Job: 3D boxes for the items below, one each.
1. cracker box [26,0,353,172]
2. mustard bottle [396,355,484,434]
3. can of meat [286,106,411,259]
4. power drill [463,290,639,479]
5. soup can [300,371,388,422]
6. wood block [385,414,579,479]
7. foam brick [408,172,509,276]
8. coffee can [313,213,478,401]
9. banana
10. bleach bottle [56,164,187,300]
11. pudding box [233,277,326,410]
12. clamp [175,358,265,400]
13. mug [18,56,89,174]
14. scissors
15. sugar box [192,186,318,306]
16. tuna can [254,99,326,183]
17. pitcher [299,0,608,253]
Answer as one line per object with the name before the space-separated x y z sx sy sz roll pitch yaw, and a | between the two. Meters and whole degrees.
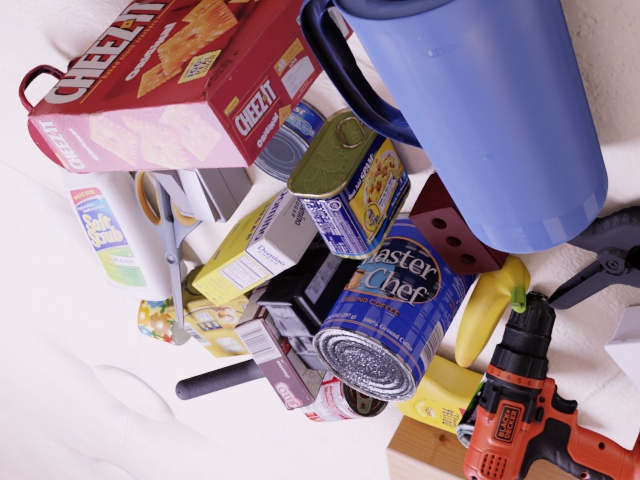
cracker box | -0.105 -0.132 0.836 0.214 0.164 0.072 3 137 40
mustard bottle | 0.176 0.182 1.130 0.192 0.058 0.096 19 142 21
can of meat | 0.028 -0.047 0.897 0.058 0.102 0.084 6 142 37
power drill | 0.238 0.154 0.971 0.187 0.184 0.057 16 -174 2
soup can | 0.026 0.178 1.254 0.068 0.068 0.102 43 149 -17
wood block | 0.187 0.255 1.192 0.206 0.090 0.090 20 148 22
foam brick | 0.123 -0.016 0.901 0.053 0.051 0.078 -11 128 50
coffee can | 0.070 0.060 0.972 0.103 0.140 0.103 24 149 15
banana | 0.153 0.058 0.963 0.037 0.069 0.198 23 158 4
bleach bottle | -0.240 -0.040 1.196 0.103 0.068 0.250 10 140 33
pudding box | -0.035 0.103 1.093 0.039 0.090 0.113 -19 114 24
clamp | -0.046 0.140 1.250 0.210 0.164 0.036 -20 86 32
mug | -0.244 -0.127 1.053 0.117 0.081 0.093 37 150 -6
scissors | -0.146 0.009 1.160 0.096 0.016 0.202 -4 114 31
sugar box | -0.057 0.001 1.053 0.048 0.093 0.176 39 148 -10
tuna can | -0.031 -0.090 0.955 0.086 0.033 0.086 24 148 15
pitcher | 0.103 -0.104 0.722 0.149 0.145 0.242 47 172 49
